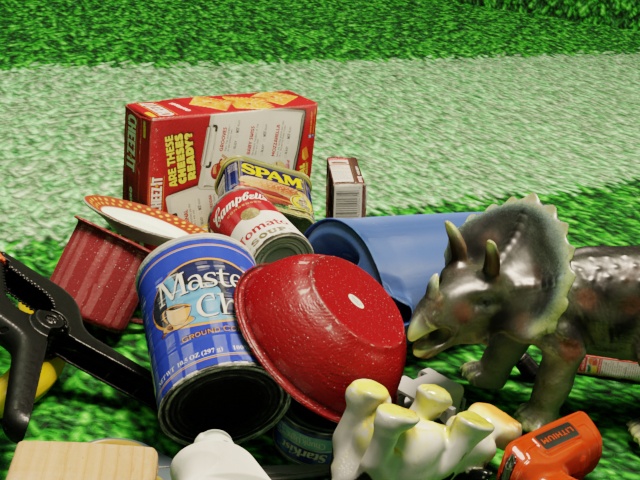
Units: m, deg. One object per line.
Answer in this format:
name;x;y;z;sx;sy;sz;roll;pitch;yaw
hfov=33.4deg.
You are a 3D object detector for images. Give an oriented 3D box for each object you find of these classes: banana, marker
banana;-0.249;0.096;0.907;0.069;0.037;0.197;8;23;-1
marker;0.164;0.084;0.976;0.020;0.121;0.020;-34;22;16

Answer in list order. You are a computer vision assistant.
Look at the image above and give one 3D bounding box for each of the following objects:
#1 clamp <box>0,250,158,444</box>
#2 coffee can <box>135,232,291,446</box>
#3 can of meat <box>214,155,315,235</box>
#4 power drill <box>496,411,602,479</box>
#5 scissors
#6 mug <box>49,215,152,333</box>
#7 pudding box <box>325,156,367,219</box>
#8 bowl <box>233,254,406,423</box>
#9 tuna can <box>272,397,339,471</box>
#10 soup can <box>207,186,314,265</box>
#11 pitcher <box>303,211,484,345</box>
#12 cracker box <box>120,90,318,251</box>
clamp;-0.225;0.080;0.851;0.210;0.036;0.164;42;25;24
coffee can;-0.088;0.078;0.850;0.102;0.103;0.140;-1;44;-18
can of meat;-0.056;-0.034;1.100;0.102;0.057;0.084;15;32;-17
power drill;0.237;0.197;0.775;0.184;0.057;0.188;-12;29;-37
scissors;-0.097;0.168;0.805;0.201;0.016;0.096;-7;26;-29
mug;-0.191;0.038;0.982;0.117;0.081;0.093;28;-5;-26
pudding box;0.025;-0.025;1.170;0.039;0.113;0.090;1;23;-6
bowl;0.013;0.064;0.829;0.162;0.055;0.162;31;29;-20
tuna can;0.005;0.147;0.859;0.086;0.034;0.086;6;23;-3
soup can;-0.057;0.001;0.999;0.068;0.068;0.102;-6;29;-27
pitcher;0.096;0.031;1.049;0.242;0.145;0.149;-7;63;-38
cracker box;-0.112;-0.075;1.184;0.213;0.164;0.072;-10;27;-35
